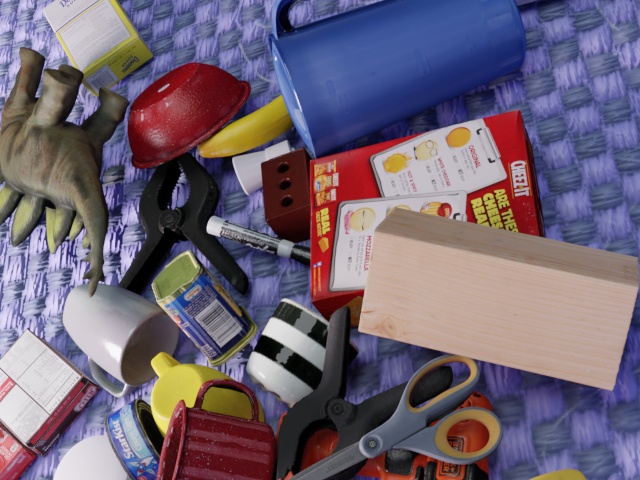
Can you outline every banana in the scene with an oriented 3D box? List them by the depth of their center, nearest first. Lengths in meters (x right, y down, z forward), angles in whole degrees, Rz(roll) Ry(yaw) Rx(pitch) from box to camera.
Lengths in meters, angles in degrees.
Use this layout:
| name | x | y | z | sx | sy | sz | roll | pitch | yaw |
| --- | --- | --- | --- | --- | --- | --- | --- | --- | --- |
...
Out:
| name | x | y | z | sx | sy | sz | roll | pitch | yaw |
| --- | --- | --- | --- | --- | --- | --- | --- | --- | --- |
| banana | -0.045 | -0.144 | 1.165 | 0.070 | 0.037 | 0.197 | 15 | 49 | 46 |

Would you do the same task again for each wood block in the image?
| name | x | y | z | sx | sy | sz | roll | pitch | yaw |
| --- | --- | --- | --- | --- | --- | --- | --- | --- | --- |
| wood block | 0.146 | 0.044 | 0.873 | 0.206 | 0.090 | 0.091 | 12 | 107 | 13 |

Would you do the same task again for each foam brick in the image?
| name | x | y | z | sx | sy | sz | roll | pitch | yaw |
| --- | --- | --- | --- | --- | --- | --- | --- | --- | --- |
| foam brick | -0.026 | -0.044 | 1.095 | 0.053 | 0.051 | 0.078 | -18 | 53 | 14 |

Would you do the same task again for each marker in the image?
| name | x | y | z | sx | sy | sz | roll | pitch | yaw |
| --- | --- | --- | --- | --- | --- | --- | --- | --- | --- |
| marker | -0.057 | 0.001 | 1.079 | 0.121 | 0.020 | 0.020 | 18 | 67 | 15 |

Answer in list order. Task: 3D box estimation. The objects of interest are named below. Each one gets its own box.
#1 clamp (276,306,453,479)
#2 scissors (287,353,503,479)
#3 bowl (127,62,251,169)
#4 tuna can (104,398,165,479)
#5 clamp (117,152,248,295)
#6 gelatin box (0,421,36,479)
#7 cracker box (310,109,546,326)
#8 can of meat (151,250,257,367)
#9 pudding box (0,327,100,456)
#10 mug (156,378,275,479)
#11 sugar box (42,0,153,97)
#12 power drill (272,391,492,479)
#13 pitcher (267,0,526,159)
| name | x | y | z | sx | sy | sz | roll | pitch | yaw |
| --- | --- | --- | --- | --- | --- | --- | --- | --- | --- |
| clamp | 0.014 | 0.136 | 0.891 | 0.171 | 0.039 | 0.120 | -43 | 54 | -15 |
| scissors | 0.060 | 0.171 | 0.841 | 0.201 | 0.016 | 0.096 | -41 | 73 | -12 |
| bowl | -0.159 | -0.150 | 1.187 | 0.162 | 0.055 | 0.162 | -28 | 26 | 15 |
| tuna can | -0.161 | 0.189 | 0.983 | 0.034 | 0.086 | 0.086 | -32 | 51 | 2 |
| clamp | -0.144 | -0.013 | 1.141 | 0.165 | 0.036 | 0.210 | -7 | 59 | 21 |
| gelatin box | -0.342 | 0.221 | 1.086 | 0.089 | 0.030 | 0.073 | 31 | 76 | 38 |
| cracker box | 0.099 | -0.017 | 1.004 | 0.214 | 0.072 | 0.164 | -12 | 56 | 17 |
| can of meat | -0.113 | 0.063 | 1.018 | 0.057 | 0.084 | 0.102 | -40 | 18 | -3 |
| pudding box | -0.294 | 0.155 | 1.102 | 0.114 | 0.039 | 0.090 | 32 | 76 | 35 |
| mug | -0.085 | 0.175 | 0.895 | 0.081 | 0.093 | 0.117 | 13 | 78 | -14 |
| sugar box | -0.289 | -0.268 | 1.377 | 0.093 | 0.048 | 0.176 | -35 | 47 | 1 |
| power drill | 0.047 | 0.211 | 0.888 | 0.188 | 0.057 | 0.184 | -1 | 55 | 22 |
| pitcher | 0.073 | -0.192 | 1.068 | 0.243 | 0.149 | 0.145 | -21 | 68 | -3 |
